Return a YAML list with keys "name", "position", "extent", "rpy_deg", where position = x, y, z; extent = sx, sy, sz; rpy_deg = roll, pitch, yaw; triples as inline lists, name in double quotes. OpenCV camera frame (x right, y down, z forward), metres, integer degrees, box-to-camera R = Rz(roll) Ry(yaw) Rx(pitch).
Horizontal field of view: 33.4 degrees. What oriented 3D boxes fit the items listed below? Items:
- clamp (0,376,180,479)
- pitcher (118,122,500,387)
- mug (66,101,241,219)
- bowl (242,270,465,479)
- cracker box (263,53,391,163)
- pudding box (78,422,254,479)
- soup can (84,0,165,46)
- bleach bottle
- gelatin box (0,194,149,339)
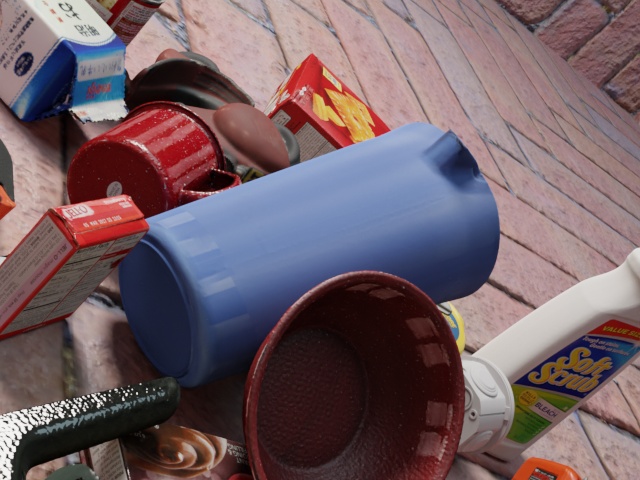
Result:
- name: "clamp"
  position: [-0.176, 0.085, 0.490]
  extent: [0.164, 0.036, 0.209]
  rpy_deg: [31, 32, 5]
- name: "pitcher"
  position: [-0.010, 0.017, 0.722]
  extent: [0.242, 0.145, 0.149]
  rpy_deg: [-19, 106, -34]
- name: "mug"
  position: [-0.113, -0.041, 0.748]
  extent: [0.117, 0.093, 0.081]
  rpy_deg: [14, 24, 14]
- name: "bowl"
  position: [0.010, 0.097, 0.633]
  extent: [0.161, 0.162, 0.055]
  rpy_deg: [30, -16, -33]
- name: "cracker box"
  position: [0.037, -0.084, 1.116]
  extent: [0.213, 0.072, 0.164]
  rpy_deg: [42, 23, -11]
- name: "pudding box"
  position: [-0.072, 0.147, 0.579]
  extent: [0.113, 0.039, 0.090]
  rpy_deg: [24, 30, -42]
- name: "soup can"
  position: [-0.182, -0.179, 0.861]
  extent: [0.068, 0.102, 0.068]
  rpy_deg: [37, 24, -20]
- name: "bleach bottle"
  position: [0.217, 0.083, 0.907]
  extent: [0.102, 0.251, 0.068]
  rpy_deg: [34, 25, -26]
- name: "gelatin box"
  position: [-0.149, 0.014, 0.608]
  extent: [0.030, 0.089, 0.073]
  rpy_deg: [49, 23, 9]
